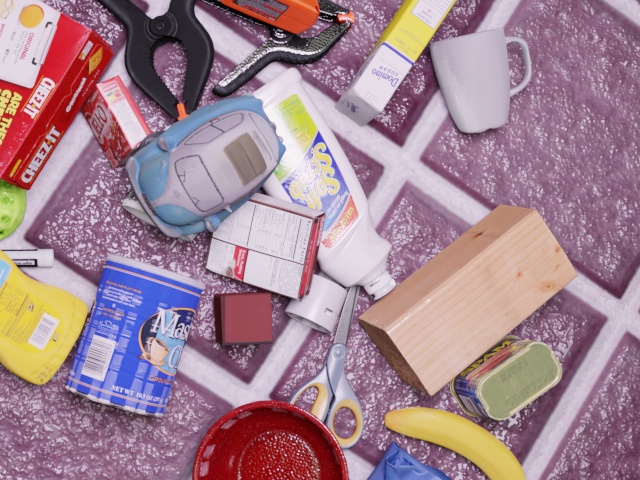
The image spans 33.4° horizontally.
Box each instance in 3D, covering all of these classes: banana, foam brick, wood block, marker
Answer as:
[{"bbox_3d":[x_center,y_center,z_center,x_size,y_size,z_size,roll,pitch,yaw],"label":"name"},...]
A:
[{"bbox_3d":[0.161,0.234,1.161,0.198,0.037,0.069,42,80,-6],"label":"banana"},{"bbox_3d":[-0.081,0.081,1.104,0.051,0.078,0.053,-2,89,-11],"label":"foam brick"},{"bbox_3d":[0.155,0.059,1.136,0.206,0.091,0.090,-38,105,-10],"label":"wood block"},{"bbox_3d":[-0.335,0.018,1.089,0.121,0.020,0.020,0,87,-10],"label":"marker"}]

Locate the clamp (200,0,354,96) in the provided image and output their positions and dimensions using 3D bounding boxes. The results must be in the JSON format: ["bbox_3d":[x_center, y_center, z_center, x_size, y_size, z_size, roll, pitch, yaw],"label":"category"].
[{"bbox_3d":[-0.052,-0.234,1.148,0.171,0.039,0.120,-19,94,-10],"label":"clamp"}]

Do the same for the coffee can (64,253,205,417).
[{"bbox_3d":[-0.185,0.095,1.070,0.102,0.103,0.140,18,84,-9],"label":"coffee can"}]

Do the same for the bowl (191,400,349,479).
[{"bbox_3d":[-0.048,0.243,1.099,0.162,0.055,0.162,0,87,9],"label":"bowl"}]

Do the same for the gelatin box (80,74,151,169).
[{"bbox_3d":[-0.208,-0.119,1.085,0.030,0.089,0.073,-30,92,-25],"label":"gelatin box"}]

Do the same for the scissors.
[{"bbox_3d":[0.031,0.137,1.153,0.096,0.016,0.201,32,81,-9],"label":"scissors"}]

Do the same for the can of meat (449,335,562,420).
[{"bbox_3d":[0.200,0.148,1.149,0.102,0.084,0.057,-34,93,-11],"label":"can of meat"}]

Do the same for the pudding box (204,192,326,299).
[{"bbox_3d":[-0.057,0.001,1.097,0.114,0.039,0.090,16,104,16],"label":"pudding box"}]

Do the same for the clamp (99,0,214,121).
[{"bbox_3d":[-0.157,-0.229,1.114,0.164,0.036,0.210,-21,88,3],"label":"clamp"}]

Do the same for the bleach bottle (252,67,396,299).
[{"bbox_3d":[0.003,-0.052,1.130,0.102,0.068,0.251,-36,93,-7],"label":"bleach bottle"}]

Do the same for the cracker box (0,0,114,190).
[{"bbox_3d":[-0.333,-0.171,1.033,0.214,0.072,0.164,31,88,15],"label":"cracker box"}]

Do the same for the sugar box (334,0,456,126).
[{"bbox_3d":[0.085,-0.210,1.144,0.048,0.093,0.176,37,81,-6],"label":"sugar box"}]

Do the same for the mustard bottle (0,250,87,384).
[{"bbox_3d":[-0.327,0.056,1.035,0.191,0.058,0.096,37,73,-30],"label":"mustard bottle"}]

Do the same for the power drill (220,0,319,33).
[{"bbox_3d":[-0.028,-0.315,1.119,0.184,0.057,0.187,17,65,-21],"label":"power drill"}]
